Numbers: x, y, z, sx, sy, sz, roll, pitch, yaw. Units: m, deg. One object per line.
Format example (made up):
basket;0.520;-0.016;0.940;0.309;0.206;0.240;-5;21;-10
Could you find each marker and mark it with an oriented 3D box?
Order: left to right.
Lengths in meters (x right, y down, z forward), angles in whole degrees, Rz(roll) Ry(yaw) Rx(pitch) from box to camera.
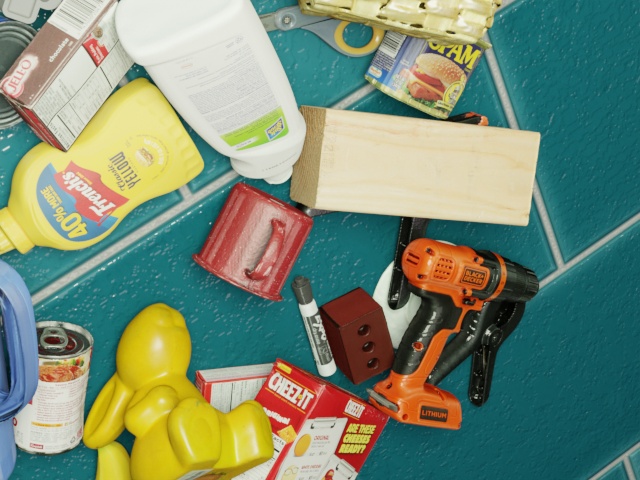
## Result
marker;-0.007;0.087;1.089;0.020;0.020;0.121;-26;122;-15

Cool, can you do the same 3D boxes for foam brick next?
foam brick;0.038;0.098;1.098;0.053;0.051;0.078;-26;122;-15

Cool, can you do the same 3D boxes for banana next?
banana;-0.232;0.272;1.051;0.069;0.037;0.198;22;101;-16

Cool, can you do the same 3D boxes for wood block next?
wood block;0.085;-0.069;0.988;0.205;0.091;0.090;4;97;-17

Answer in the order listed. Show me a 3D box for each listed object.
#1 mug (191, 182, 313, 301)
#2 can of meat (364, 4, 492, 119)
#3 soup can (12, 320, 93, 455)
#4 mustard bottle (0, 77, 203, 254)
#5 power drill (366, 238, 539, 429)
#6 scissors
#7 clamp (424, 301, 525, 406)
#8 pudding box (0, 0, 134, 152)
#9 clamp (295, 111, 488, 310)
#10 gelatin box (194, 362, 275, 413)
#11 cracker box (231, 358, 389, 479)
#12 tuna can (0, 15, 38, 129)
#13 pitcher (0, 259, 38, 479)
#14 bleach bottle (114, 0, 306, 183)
mug;-0.056;0.001;0.968;0.093;0.117;0.081;26;95;-15
can of meat;0.098;-0.168;0.995;0.101;0.058;0.084;16;107;-45
soup can;-0.242;0.132;0.957;0.068;0.069;0.102;-1;114;-27
mustard bottle;-0.200;-0.048;0.901;0.191;0.058;0.096;-35;124;-9
power drill;0.136;0.097;1.095;0.184;0.057;0.188;14;96;-37
scissors;-0.019;-0.184;0.957;0.201;0.016;0.096;-30;123;-12
clamp;0.172;0.104;1.174;0.120;0.039;0.171;10;104;-49
pudding box;-0.193;-0.135;0.834;0.113;0.039;0.090;-54;167;-12
clamp;0.083;-0.052;1.060;0.164;0.036;0.210;36;91;-29
gelatin box;-0.084;0.165;1.079;0.089;0.030;0.073;-4;113;-26
cracker box;-0.038;0.238;1.065;0.213;0.072;0.164;-61;148;-4
tuna can;-0.254;-0.132;0.828;0.086;0.034;0.086;-35;138;-40
pitcher;-0.309;0.100;0.865;0.144;0.149;0.243;-14;122;-22
bleach bottle;-0.076;-0.117;0.889;0.102;0.068;0.250;-22;150;2
